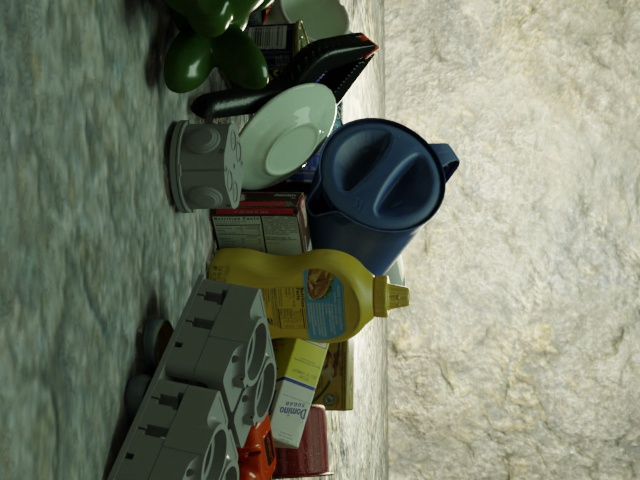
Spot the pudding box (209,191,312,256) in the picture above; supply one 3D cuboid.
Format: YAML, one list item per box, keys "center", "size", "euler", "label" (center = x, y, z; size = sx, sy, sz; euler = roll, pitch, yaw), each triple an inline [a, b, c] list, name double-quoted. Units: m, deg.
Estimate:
- center: [-0.057, 0.001, 1.069]
  size: [0.039, 0.090, 0.113]
  euler: [-79, 167, -45]
  label: "pudding box"

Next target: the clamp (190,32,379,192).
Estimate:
- center: [-0.032, -0.140, 1.035]
  size: [0.036, 0.210, 0.164]
  euler: [45, -7, 25]
  label: "clamp"

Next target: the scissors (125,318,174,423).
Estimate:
- center: [-0.120, 0.119, 0.880]
  size: [0.201, 0.016, 0.096]
  euler: [51, 44, -77]
  label: "scissors"

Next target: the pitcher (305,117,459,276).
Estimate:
- center: [0.047, -0.021, 1.173]
  size: [0.243, 0.149, 0.145]
  euler: [116, -9, -61]
  label: "pitcher"

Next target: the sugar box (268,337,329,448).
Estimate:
- center: [-0.033, 0.129, 1.127]
  size: [0.093, 0.048, 0.176]
  euler: [-21, -133, 63]
  label: "sugar box"

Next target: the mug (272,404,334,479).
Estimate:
- center: [-0.041, 0.233, 1.233]
  size: [0.117, 0.093, 0.081]
  euler: [8, 75, -45]
  label: "mug"

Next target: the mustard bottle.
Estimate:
- center: [-0.009, 0.054, 1.040]
  size: [0.058, 0.192, 0.096]
  euler: [-73, 161, -63]
  label: "mustard bottle"

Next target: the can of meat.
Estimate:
- center: [-0.055, -0.184, 1.103]
  size: [0.102, 0.084, 0.057]
  euler: [64, 27, -71]
  label: "can of meat"
